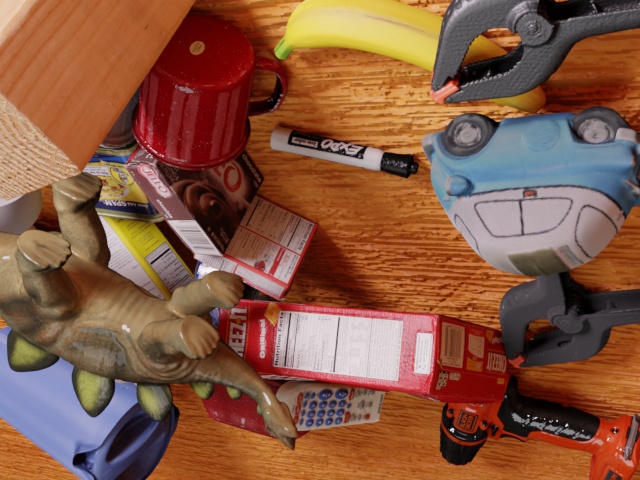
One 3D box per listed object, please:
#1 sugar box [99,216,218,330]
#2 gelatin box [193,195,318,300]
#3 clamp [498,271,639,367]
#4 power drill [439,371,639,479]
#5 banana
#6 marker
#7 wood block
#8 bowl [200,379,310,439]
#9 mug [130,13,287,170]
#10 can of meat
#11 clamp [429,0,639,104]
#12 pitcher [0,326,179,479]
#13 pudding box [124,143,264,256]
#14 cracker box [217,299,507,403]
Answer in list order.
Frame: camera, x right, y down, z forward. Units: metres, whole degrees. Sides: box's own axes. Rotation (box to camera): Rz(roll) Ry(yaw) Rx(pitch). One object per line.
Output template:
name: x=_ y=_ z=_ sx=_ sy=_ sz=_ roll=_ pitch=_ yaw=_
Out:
sugar box: x=-0.168 y=0.041 z=1.048 sx=0.176 sy=0.048 sz=0.094 roll=52 pitch=141 yaw=-10
gelatin box: x=-0.056 y=0.001 z=0.940 sx=0.089 sy=0.073 sz=0.030 roll=26 pitch=147 yaw=-3
clamp: x=0.199 y=0.047 z=0.872 sx=0.164 sy=0.036 sz=0.210 roll=31 pitch=146 yaw=-9
power drill: x=0.210 y=0.194 z=1.044 sx=0.188 sy=0.057 sz=0.184 roll=18 pitch=145 yaw=11
banana: x=0.058 y=-0.133 z=0.725 sx=0.198 sy=0.037 sz=0.069 roll=16 pitch=164 yaw=15
marker: x=0.019 y=-0.069 z=0.845 sx=0.121 sy=0.020 sz=0.020 roll=14 pitch=144 yaw=16
wood block: x=-0.164 y=-0.137 z=0.703 sx=0.091 sy=0.206 sz=0.090 roll=-14 pitch=130 yaw=43
bowl: x=-0.067 y=0.178 z=1.149 sx=0.162 sy=0.055 sz=0.162 roll=16 pitch=168 yaw=3
mug: x=-0.081 y=-0.114 z=0.800 sx=0.117 sy=0.093 sz=0.082 roll=-2 pitch=143 yaw=-15
can of meat: x=-0.179 y=-0.068 z=0.940 sx=0.102 sy=0.057 sz=0.084 roll=7 pitch=140 yaw=23
clamp: x=0.140 y=-0.134 z=0.644 sx=0.120 sy=0.039 sz=0.172 roll=36 pitch=131 yaw=-10
pitcher: x=-0.298 y=0.195 z=1.289 sx=0.243 sy=0.145 sz=0.149 roll=25 pitch=156 yaw=27
pudding box: x=-0.101 y=-0.056 z=0.877 sx=0.039 sy=0.090 sz=0.113 roll=2 pitch=140 yaw=33
cracker box: x=0.039 y=0.099 z=0.948 sx=0.214 sy=0.072 sz=0.164 roll=2 pitch=172 yaw=31
